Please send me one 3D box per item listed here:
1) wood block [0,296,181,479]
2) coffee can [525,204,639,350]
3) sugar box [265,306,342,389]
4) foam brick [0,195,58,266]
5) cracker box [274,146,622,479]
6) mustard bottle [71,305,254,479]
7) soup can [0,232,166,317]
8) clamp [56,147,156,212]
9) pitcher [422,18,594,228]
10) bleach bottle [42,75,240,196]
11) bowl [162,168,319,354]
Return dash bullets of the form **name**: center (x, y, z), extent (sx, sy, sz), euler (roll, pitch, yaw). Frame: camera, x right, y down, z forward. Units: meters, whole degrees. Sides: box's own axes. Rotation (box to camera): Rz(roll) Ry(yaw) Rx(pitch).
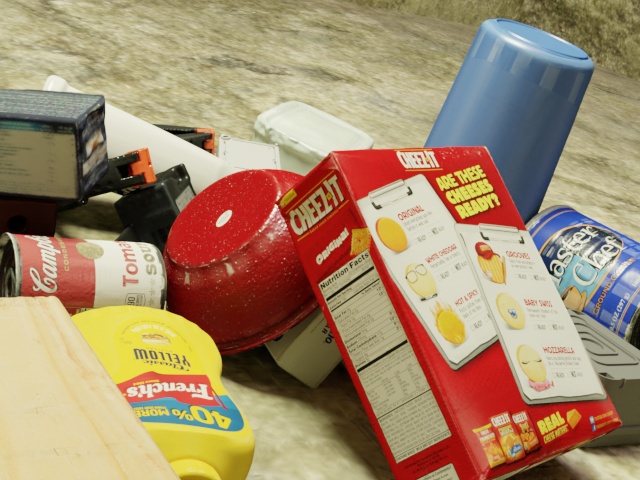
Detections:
- **wood block**: center (-0.134, 0.110, 0.477), extent (0.090, 0.091, 0.206), euler (1, 23, -32)
- **coffee can**: center (0.248, 0.041, 0.943), extent (0.102, 0.103, 0.140), euler (-2, 25, -40)
- **sugar box**: center (-0.019, 0.025, 0.796), extent (0.048, 0.093, 0.176), euler (40, 3, -30)
- **foam brick**: center (-0.220, -0.001, 0.753), extent (0.052, 0.078, 0.051), euler (2, 23, -27)
- **cracker box**: center (0.083, 0.048, 0.684), extent (0.163, 0.072, 0.214), euler (-6, 66, -47)
- **mustard bottle**: center (-0.088, 0.102, 0.586), extent (0.096, 0.058, 0.192), euler (12, 18, -23)
- **soup can**: center (-0.163, 0.032, 0.716), extent (0.102, 0.068, 0.069), euler (4, 21, -30)
- **clamp**: center (-0.211, -0.039, 0.839), extent (0.172, 0.039, 0.120), euler (-14, 12, 34)
- **pitcher**: center (0.158, -0.077, 0.994), extent (0.144, 0.243, 0.149), euler (9, 25, -27)
- **bleach bottle**: center (-0.134, -0.059, 0.941), extent (0.250, 0.068, 0.103), euler (21, -16, -16)
- **bowl**: center (-0.055, 0.001, 0.750), extent (0.055, 0.162, 0.162), euler (54, -7, -36)
